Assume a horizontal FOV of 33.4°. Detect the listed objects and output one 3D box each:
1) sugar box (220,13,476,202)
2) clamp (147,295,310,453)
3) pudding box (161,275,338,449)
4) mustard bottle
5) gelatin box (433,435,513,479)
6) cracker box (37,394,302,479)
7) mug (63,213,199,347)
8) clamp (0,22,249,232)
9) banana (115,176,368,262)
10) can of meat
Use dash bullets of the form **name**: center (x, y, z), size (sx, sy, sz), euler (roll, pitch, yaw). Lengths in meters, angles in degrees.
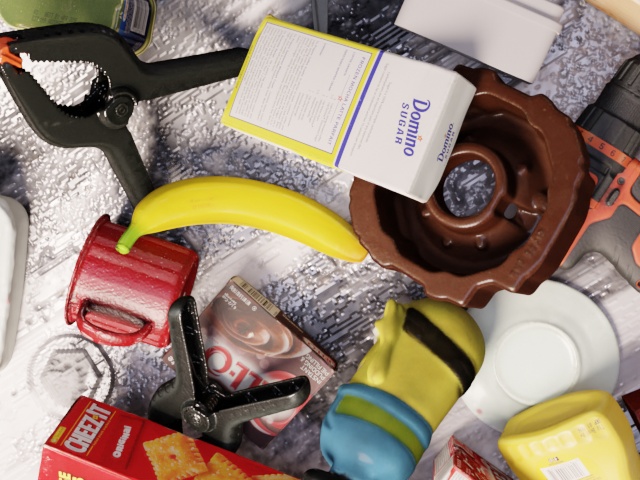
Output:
- **sugar box**: center (0.018, -0.099, 0.790), size (0.176, 0.048, 0.093), euler (24, 93, 29)
- **clamp**: center (-0.078, 0.129, 0.820), size (0.120, 0.039, 0.172), euler (32, 131, 13)
- **pudding box**: center (-0.056, 0.097, 0.857), size (0.113, 0.039, 0.090), euler (42, 100, 3)
- **mustard bottle**: center (0.223, 0.208, 0.812), size (0.096, 0.058, 0.191), euler (-27, 101, 35)
- **gelatin box**: center (0.124, 0.191, 0.818), size (0.073, 0.089, 0.030), euler (36, 97, 3)
- **cracker box**: center (-0.114, 0.232, 0.836), size (0.214, 0.072, 0.164), euler (21, 124, 5)
- **mug**: center (-0.148, 0.041, 0.830), size (0.081, 0.117, 0.093), euler (18, 122, 0)
- **clamp**: center (-0.146, -0.110, 0.794), size (0.036, 0.209, 0.164), euler (37, 93, 44)
- **banana**: center (-0.060, -0.017, 0.833), size (0.197, 0.037, 0.069), euler (1, 72, -13)
- **can of meat**: center (-0.188, -0.179, 0.827), size (0.102, 0.084, 0.057), euler (12, 96, 6)
